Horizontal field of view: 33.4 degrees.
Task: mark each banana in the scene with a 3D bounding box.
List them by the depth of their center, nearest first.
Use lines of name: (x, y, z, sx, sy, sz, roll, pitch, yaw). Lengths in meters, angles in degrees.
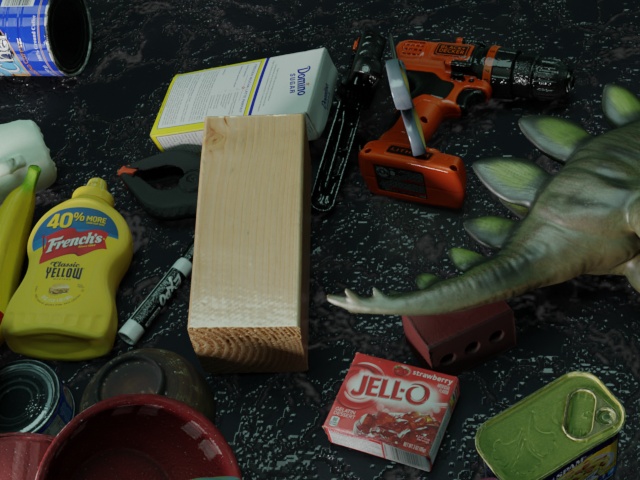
banana: (-0.298, 0.025, 0.997, 0.037, 0.070, 0.198, 11, 60, -13)

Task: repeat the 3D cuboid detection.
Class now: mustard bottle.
mustard bottle: (-0.224, 0.018, 0.987, 0.096, 0.058, 0.191, 1, 50, 5)

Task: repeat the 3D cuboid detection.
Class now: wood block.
wood block: (-0.056, 0.001, 0.914, 0.091, 0.090, 0.206, -2, 59, 4)

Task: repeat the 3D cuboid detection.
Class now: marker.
marker: (-0.140, 0.044, 0.970, 0.020, 0.020, 0.121, 20, 58, 27)

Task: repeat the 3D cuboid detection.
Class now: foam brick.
foam brick: (0.111, 0.069, 0.864, 0.078, 0.053, 0.051, -25, 50, -7)

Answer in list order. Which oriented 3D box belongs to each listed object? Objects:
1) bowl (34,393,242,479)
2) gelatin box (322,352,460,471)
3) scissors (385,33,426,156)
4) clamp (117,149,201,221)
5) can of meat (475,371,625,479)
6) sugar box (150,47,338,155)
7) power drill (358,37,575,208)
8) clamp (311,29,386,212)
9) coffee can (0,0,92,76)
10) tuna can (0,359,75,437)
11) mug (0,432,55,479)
bowl: (-0.139, 0.196, 0.788, 0.161, 0.055, 0.162, 8, 72, -27)
gelatin box: (0.056, 0.133, 0.840, 0.089, 0.030, 0.073, 13, 55, 23)
scissors: (0.077, -0.136, 0.982, 0.016, 0.096, 0.201, -16, 14, 9)
clamp: (-0.110, -0.057, 1.033, 0.172, 0.039, 0.120, 19, 55, 21)
can of meat: (0.165, 0.153, 0.761, 0.102, 0.084, 0.057, -29, 50, -10)
sugar box: (-0.075, -0.135, 1.066, 0.176, 0.048, 0.093, -3, 51, 24)
power drill: (0.131, -0.116, 1.012, 0.185, 0.057, 0.187, 10, 52, 26)
clamp: (0.031, -0.133, 1.027, 0.036, 0.165, 0.210, 19, 31, -4)
coffee can: (-0.343, -0.235, 1.196, 0.140, 0.103, 0.102, 2, 52, 16)
tuna can: (-0.255, 0.144, 0.906, 0.086, 0.034, 0.086, -7, 50, 8)
mug: (-0.239, 0.199, 0.809, 0.093, 0.117, 0.081, -35, 45, 36)
